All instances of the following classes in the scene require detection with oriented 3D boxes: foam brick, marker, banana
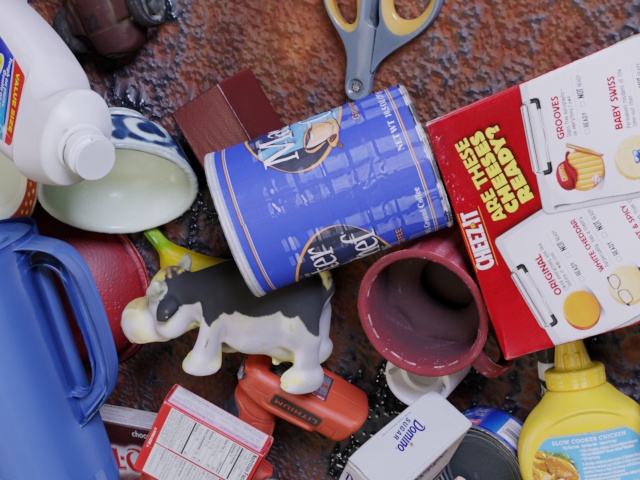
[{"bbox_3d":[-0.063,-0.079,0.794,0.051,0.052,0.078,-27,96,32],"label":"foam brick"},{"bbox_3d":[0.169,0.115,0.774,0.020,0.020,0.121,-1,110,27],"label":"marker"},{"bbox_3d":[-0.054,0.018,0.835,0.198,0.037,0.069,-4,115,28],"label":"banana"}]

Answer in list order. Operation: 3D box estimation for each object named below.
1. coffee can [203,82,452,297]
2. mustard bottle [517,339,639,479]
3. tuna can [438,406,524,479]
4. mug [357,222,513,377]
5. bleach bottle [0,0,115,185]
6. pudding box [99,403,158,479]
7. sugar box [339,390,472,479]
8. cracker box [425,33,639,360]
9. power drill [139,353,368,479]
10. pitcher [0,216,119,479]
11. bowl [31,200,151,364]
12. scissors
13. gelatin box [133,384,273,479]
[{"bbox_3d":[0.005,-0.033,0.716,0.140,0.103,0.103,-20,101,3],"label":"coffee can"},{"bbox_3d":[0.187,0.161,0.734,0.096,0.058,0.191,-10,92,9],"label":"mustard bottle"},{"bbox_3d":[0.127,0.168,0.798,0.086,0.033,0.086,20,124,32],"label":"tuna can"},{"bbox_3d":[0.092,0.045,0.747,0.117,0.081,0.093,45,123,4],"label":"mug"},{"bbox_3d":[-0.211,-0.114,0.771,0.251,0.067,0.103,38,108,45],"label":"bleach bottle"},{"bbox_3d":[-0.171,0.199,0.969,0.114,0.039,0.090,3,110,25],"label":"pudding box"},{"bbox_3d":[0.045,0.189,0.790,0.048,0.093,0.176,41,143,22],"label":"sugar box"},{"bbox_3d":[0.193,-0.035,0.654,0.214,0.072,0.164,-21,84,33],"label":"cracker box"},{"bbox_3d":[-0.037,0.187,0.873,0.184,0.057,0.188,30,116,-4],"label":"power drill"},{"bbox_3d":[-0.242,0.110,0.855,0.149,0.144,0.243,16,127,61],"label":"pitcher"},{"bbox_3d":[-0.227,0.046,0.927,0.162,0.055,0.162,10,115,24],"label":"bowl"},{"bbox_3d":[0.044,-0.115,0.746,0.096,0.016,0.202,3,112,26],"label":"scissors"},{"bbox_3d":[-0.091,0.164,0.829,0.089,0.030,0.073,28,117,2],"label":"gelatin box"}]
